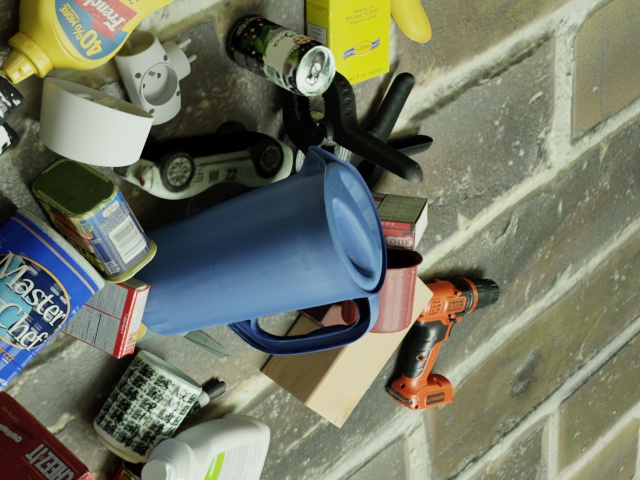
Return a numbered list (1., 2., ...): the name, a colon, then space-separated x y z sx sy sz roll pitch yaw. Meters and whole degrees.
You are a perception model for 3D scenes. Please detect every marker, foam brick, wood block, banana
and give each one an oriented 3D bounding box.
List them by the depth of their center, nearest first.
1. banana: 0.093 -0.296 1.178 0.069 0.037 0.198 -34 134 -27
2. marker: -0.157 0.195 1.225 0.120 0.020 0.020 -32 133 -31
3. foam brick: 0.001 0.072 1.273 0.051 0.078 0.053 -54 138 -7
4. wood block: 0.034 0.113 1.324 0.206 0.090 0.090 -54 140 -6

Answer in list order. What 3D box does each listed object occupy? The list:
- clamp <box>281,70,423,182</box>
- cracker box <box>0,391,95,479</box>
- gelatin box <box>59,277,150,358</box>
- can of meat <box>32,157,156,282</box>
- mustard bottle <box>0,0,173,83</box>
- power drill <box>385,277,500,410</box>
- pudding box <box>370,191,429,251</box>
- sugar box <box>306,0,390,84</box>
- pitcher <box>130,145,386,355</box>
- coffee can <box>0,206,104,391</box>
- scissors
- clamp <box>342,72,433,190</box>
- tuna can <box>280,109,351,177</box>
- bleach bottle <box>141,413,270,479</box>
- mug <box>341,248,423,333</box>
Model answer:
1. clamp: 0.005 -0.099 1.109 0.036 0.210 0.165 -3 147 -47
2. cracker box: -0.252 0.264 1.051 0.072 0.164 0.213 -42 138 -23
3. gelatin box: -0.214 0.062 1.027 0.030 0.089 0.073 -21 130 -66
4. can of meat: -0.208 -0.021 0.975 0.057 0.102 0.084 -42 135 -21
5. mustard bottle: -0.197 -0.203 0.909 0.191 0.058 0.096 -47 138 -16
6. power drill: 0.174 0.141 1.518 0.184 0.057 0.188 -3 112 -42
7. pudding box: 0.076 -0.024 1.251 0.113 0.090 0.039 -53 149 -66
8. sugar box: 0.031 -0.255 1.130 0.093 0.048 0.176 -26 131 -35
9. pitcher: -0.063 0.026 1.035 0.145 0.243 0.149 47 35 -46
10. coffee can: -0.277 0.055 0.945 0.140 0.103 0.102 -48 139 -14
11. scissors: -0.170 0.104 1.158 0.096 0.016 0.201 -45 138 -16
12. clamp: 0.071 -0.105 1.272 0.171 0.039 0.120 -48 134 -9
13. tuna can: -0.006 -0.102 1.193 0.085 0.034 0.086 -25 129 -35
14. bleach bottle: -0.129 0.241 1.168 0.250 0.068 0.102 32 72 -73
15. mug: 0.067 0.050 1.218 0.117 0.093 0.081 -79 173 -71
